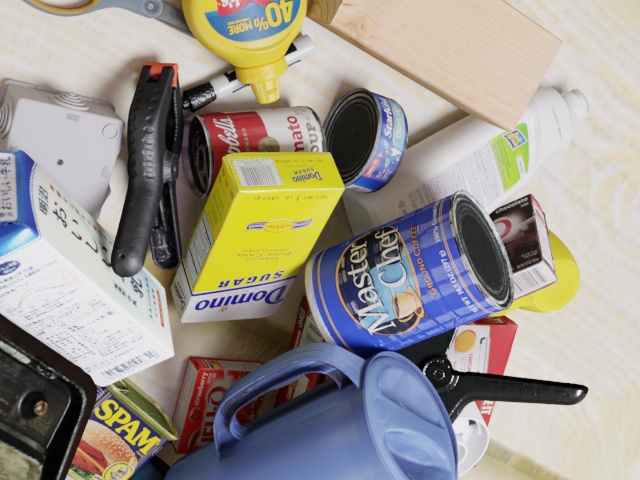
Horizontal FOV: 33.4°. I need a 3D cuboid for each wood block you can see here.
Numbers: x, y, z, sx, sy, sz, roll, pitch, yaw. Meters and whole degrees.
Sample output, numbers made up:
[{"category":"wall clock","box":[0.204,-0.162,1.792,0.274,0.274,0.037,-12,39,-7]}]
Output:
[{"category":"wood block","box":[0.088,-0.180,0.886,0.205,0.090,0.091,24,99,-32]}]

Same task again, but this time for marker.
[{"category":"marker","box":[-0.060,-0.136,0.872,0.121,0.020,0.020,-27,121,-14]}]

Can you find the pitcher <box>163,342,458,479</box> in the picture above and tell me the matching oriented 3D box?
[{"category":"pitcher","box":[-0.021,0.187,0.887,0.243,0.149,0.144,-28,158,28]}]

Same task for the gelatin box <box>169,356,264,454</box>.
[{"category":"gelatin box","box":[-0.093,0.153,0.976,0.073,0.030,0.089,8,107,-29]}]

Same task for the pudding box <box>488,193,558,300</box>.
[{"category":"pudding box","box":[0.156,0.018,0.981,0.114,0.090,0.039,-23,131,22]}]

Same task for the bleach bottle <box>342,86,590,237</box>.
[{"category":"bleach bottle","box":[0.145,-0.064,0.984,0.250,0.068,0.102,-30,124,-15]}]

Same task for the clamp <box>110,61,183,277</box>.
[{"category":"clamp","box":[-0.131,-0.051,0.821,0.039,0.120,0.171,1,100,4]}]

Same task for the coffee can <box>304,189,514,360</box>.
[{"category":"coffee can","box":[0.073,0.032,0.875,0.140,0.102,0.102,-24,128,26]}]

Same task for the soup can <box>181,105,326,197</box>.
[{"category":"soup can","box":[-0.055,-0.074,0.873,0.102,0.069,0.068,-8,115,-25]}]

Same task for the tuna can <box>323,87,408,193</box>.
[{"category":"tuna can","box":[0.036,-0.084,0.904,0.033,0.086,0.086,14,104,-33]}]

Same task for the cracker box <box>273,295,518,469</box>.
[{"category":"cracker box","box":[0.068,0.139,1.028,0.213,0.072,0.164,3,110,-29]}]

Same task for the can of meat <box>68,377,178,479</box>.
[{"category":"can of meat","box":[-0.187,0.162,0.917,0.084,0.057,0.102,-42,123,-1]}]

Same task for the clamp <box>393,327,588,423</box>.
[{"category":"clamp","box":[0.104,0.103,0.932,0.210,0.036,0.164,-26,85,12]}]

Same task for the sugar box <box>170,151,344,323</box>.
[{"category":"sugar box","box":[-0.055,0.001,0.872,0.093,0.048,0.176,-2,141,-26]}]

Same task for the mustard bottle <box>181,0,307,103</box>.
[{"category":"mustard bottle","box":[-0.061,-0.197,0.812,0.096,0.058,0.191,-21,115,-18]}]

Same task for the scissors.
[{"category":"scissors","box":[-0.134,-0.199,0.809,0.201,0.016,0.096,4,109,-29]}]
